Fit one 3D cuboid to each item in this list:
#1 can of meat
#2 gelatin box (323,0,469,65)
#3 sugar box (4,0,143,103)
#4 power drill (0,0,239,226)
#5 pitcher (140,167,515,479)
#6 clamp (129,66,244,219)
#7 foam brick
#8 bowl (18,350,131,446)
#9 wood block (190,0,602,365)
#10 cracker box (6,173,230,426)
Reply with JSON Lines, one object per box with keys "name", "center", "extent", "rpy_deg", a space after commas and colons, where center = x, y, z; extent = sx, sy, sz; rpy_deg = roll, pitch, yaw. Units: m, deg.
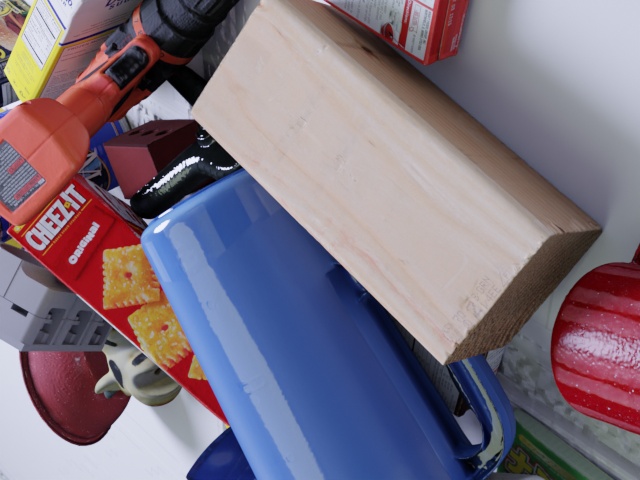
{"name": "can of meat", "center": [-0.287, -0.168, 0.961], "extent": [0.102, 0.083, 0.057], "rpy_deg": [42, 144, 26]}
{"name": "gelatin box", "center": [0.042, -0.148, 0.579], "extent": [0.089, 0.030, 0.073], "rpy_deg": [39, 141, 29]}
{"name": "sugar box", "center": [-0.172, -0.165, 0.799], "extent": [0.048, 0.093, 0.176], "rpy_deg": [57, 147, 4]}
{"name": "power drill", "center": [-0.140, -0.101, 0.705], "extent": [0.057, 0.187, 0.185], "rpy_deg": [46, 134, -10]}
{"name": "pitcher", "center": [-0.001, 0.070, 0.661], "extent": [0.243, 0.149, 0.145], "rpy_deg": [61, 167, -1]}
{"name": "clamp", "center": [-0.070, -0.084, 0.753], "extent": [0.172, 0.039, 0.120], "rpy_deg": [-12, 70, 40]}
{"name": "foam brick", "center": [-0.128, -0.064, 0.856], "extent": [0.078, 0.052, 0.051], "rpy_deg": [7, 121, 51]}
{"name": "bowl", "center": [-0.240, 0.128, 1.107], "extent": [0.055, 0.162, 0.162], "rpy_deg": [-21, 100, 19]}
{"name": "wood block", "center": [0.039, -0.038, 0.589], "extent": [0.206, 0.090, 0.090], "rpy_deg": [45, 113, 22]}
{"name": "cracker box", "center": [-0.115, 0.047, 0.818], "extent": [0.214, 0.072, 0.164], "rpy_deg": [40, 176, 8]}
